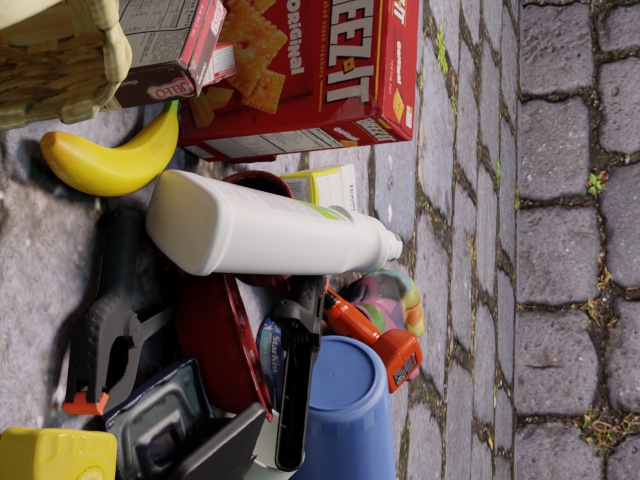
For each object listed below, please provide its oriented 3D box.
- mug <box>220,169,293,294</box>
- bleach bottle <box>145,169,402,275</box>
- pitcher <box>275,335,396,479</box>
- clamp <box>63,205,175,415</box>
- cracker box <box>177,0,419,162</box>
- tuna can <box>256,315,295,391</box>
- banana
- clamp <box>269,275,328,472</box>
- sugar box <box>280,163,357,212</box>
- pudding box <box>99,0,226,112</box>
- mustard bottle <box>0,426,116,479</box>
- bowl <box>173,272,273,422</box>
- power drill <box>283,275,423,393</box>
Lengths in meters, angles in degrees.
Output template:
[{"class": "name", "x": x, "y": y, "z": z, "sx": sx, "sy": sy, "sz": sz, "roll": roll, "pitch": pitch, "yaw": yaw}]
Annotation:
[{"class": "mug", "x": -0.057, "y": 0.001, "z": 1.022, "sx": 0.117, "sy": 0.093, "sz": 0.081, "roll": 61, "pitch": -3, "yaw": 33}, {"class": "bleach bottle", "x": -0.020, "y": -0.004, "z": 0.917, "sx": 0.250, "sy": 0.103, "sz": 0.068, "roll": 8, "pitch": 108, "yaw": -42}, {"class": "pitcher", "x": 0.013, "y": 0.206, "z": 1.105, "sx": 0.144, "sy": 0.149, "sz": 0.243, "roll": -46, "pitch": 148, "yaw": -35}, {"class": "clamp", "x": -0.154, "y": 0.072, "z": 0.829, "sx": 0.120, "sy": 0.039, "sz": 0.171, "roll": 64, "pitch": 30, "yaw": -45}, {"class": "cracker box", "x": -0.024, "y": -0.165, "z": 0.953, "sx": 0.072, "sy": 0.214, "sz": 0.164, "roll": 25, "pitch": 65, "yaw": -58}, {"class": "tuna can", "x": -0.040, "y": 0.123, "z": 1.164, "sx": 0.086, "sy": 0.034, "sz": 0.086, "roll": -1, "pitch": 90, "yaw": -71}, {"class": "banana", "x": -0.158, "y": -0.068, "z": 0.831, "sx": 0.197, "sy": 0.037, "sz": 0.069, "roll": -45, "pitch": 124, "yaw": -65}, {"class": "clamp", "x": -0.018, "y": 0.080, "z": 0.963, "sx": 0.210, "sy": 0.036, "sz": 0.164, "roll": -78, "pitch": 170, "yaw": -56}, {"class": "sugar box", "x": 0.002, "y": -0.041, "z": 1.286, "sx": 0.176, "sy": 0.048, "sz": 0.093, "roll": -25, "pitch": 111, "yaw": -74}, {"class": "pudding box", "x": -0.133, "y": -0.141, "z": 0.787, "sx": 0.039, "sy": 0.114, "sz": 0.090, "roll": 62, "pitch": 32, "yaw": -46}, {"class": "mustard bottle", "x": -0.179, "y": 0.222, "z": 0.705, "sx": 0.096, "sy": 0.058, "sz": 0.191, "roll": 32, "pitch": 59, "yaw": -67}, {"class": "bowl", "x": -0.089, "y": 0.089, "z": 0.937, "sx": 0.162, "sy": 0.055, "sz": 0.162, "roll": 164, "pitch": -91, "yaw": -89}, {"class": "power drill", "x": 0.021, "y": 0.071, "z": 1.132, "sx": 0.057, "sy": 0.188, "sz": 0.184, "roll": -46, "pitch": 157, "yaw": -7}]
